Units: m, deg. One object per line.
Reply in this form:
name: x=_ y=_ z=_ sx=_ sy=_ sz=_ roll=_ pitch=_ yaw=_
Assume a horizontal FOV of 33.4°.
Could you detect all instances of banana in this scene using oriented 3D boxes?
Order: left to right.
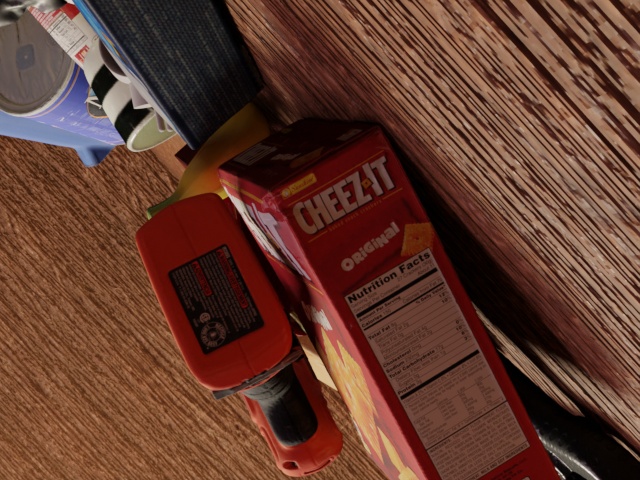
banana: x=-0.067 y=-0.067 z=0.722 sx=0.197 sy=0.070 sz=0.037 roll=-79 pitch=-22 yaw=-66

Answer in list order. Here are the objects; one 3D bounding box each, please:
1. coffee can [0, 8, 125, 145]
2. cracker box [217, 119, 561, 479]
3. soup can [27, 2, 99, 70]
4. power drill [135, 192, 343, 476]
coffee can: x=-0.222 y=-0.150 z=0.973 sx=0.103 sy=0.103 sz=0.140 roll=45 pitch=-166 yaw=24
cracker box: x=0.029 y=0.043 z=0.593 sx=0.213 sy=0.072 sz=0.164 roll=61 pitch=171 yaw=-13
soup can: x=-0.191 y=-0.187 z=0.864 sx=0.102 sy=0.068 sz=0.068 roll=48 pitch=175 yaw=-15
power drill: x=-0.050 y=0.042 z=0.636 sx=0.184 sy=0.057 sz=0.187 roll=60 pitch=178 yaw=22
